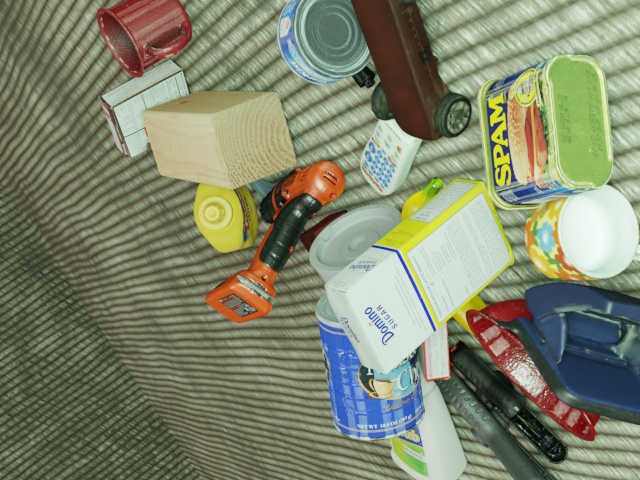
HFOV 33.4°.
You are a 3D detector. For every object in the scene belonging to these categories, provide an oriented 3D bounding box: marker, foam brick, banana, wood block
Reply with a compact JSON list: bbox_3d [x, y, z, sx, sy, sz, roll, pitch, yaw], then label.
[{"bbox_3d":[0.010,-0.191,1.015,0.121,0.020,0.020,50,158,10],"label":"marker"},{"bbox_3d":[0.021,0.011,1.247,0.078,0.051,0.053,57,159,-7],"label":"foam brick"},{"bbox_3d":[0.126,0.026,1.074,0.070,0.037,0.198,14,135,59],"label":"banana"},{"bbox_3d":[-0.125,-0.125,1.278,0.206,0.090,0.090,15,124,59],"label":"wood block"}]

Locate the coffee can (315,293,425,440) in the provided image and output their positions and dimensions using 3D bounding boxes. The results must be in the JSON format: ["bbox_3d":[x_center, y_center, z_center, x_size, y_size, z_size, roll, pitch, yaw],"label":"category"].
[{"bbox_3d":[0.054,0.128,1.147,0.103,0.102,0.140,22,127,53],"label":"coffee can"}]

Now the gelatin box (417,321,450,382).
[{"bbox_3d":[0.118,0.095,1.146,0.073,0.030,0.089,-101,2,-57],"label":"gelatin box"}]

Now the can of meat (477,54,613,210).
[{"bbox_3d":[0.165,-0.078,0.780,0.084,0.057,0.102,165,101,-64],"label":"can of meat"}]

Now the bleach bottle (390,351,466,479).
[{"bbox_3d":[0.110,0.198,1.299,0.103,0.068,0.251,31,152,41],"label":"bleach bottle"}]

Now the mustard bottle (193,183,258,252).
[{"bbox_3d":[-0.119,-0.034,1.320,0.191,0.058,0.096,-20,-82,-86],"label":"mustard bottle"}]

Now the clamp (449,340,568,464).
[{"bbox_3d":[0.181,0.154,1.109,0.172,0.039,0.120,42,171,42],"label":"clamp"}]

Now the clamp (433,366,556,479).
[{"bbox_3d":[0.192,0.212,1.171,0.210,0.036,0.164,49,-177,32],"label":"clamp"}]

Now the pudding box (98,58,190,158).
[{"bbox_3d":[-0.222,-0.172,1.394,0.039,0.113,0.090,39,154,40],"label":"pudding box"}]

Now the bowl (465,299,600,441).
[{"bbox_3d":[0.207,0.106,0.973,0.162,0.055,0.162,46,173,7],"label":"bowl"}]

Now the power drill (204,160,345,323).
[{"bbox_3d":[-0.058,0.001,1.217,0.057,0.187,0.185,34,157,-13],"label":"power drill"}]

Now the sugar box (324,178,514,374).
[{"bbox_3d":[0.091,0.029,0.962,0.048,0.176,0.093,16,137,58],"label":"sugar box"}]

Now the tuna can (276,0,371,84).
[{"bbox_3d":[0.007,-0.183,0.947,0.086,0.086,0.034,60,156,-13],"label":"tuna can"}]

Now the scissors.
[{"bbox_3d":[-0.079,-0.082,1.364,0.202,0.016,0.096,54,157,1],"label":"scissors"}]

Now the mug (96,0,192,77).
[{"bbox_3d":[-0.201,-0.251,1.276,0.117,0.081,0.093,34,151,41],"label":"mug"}]
